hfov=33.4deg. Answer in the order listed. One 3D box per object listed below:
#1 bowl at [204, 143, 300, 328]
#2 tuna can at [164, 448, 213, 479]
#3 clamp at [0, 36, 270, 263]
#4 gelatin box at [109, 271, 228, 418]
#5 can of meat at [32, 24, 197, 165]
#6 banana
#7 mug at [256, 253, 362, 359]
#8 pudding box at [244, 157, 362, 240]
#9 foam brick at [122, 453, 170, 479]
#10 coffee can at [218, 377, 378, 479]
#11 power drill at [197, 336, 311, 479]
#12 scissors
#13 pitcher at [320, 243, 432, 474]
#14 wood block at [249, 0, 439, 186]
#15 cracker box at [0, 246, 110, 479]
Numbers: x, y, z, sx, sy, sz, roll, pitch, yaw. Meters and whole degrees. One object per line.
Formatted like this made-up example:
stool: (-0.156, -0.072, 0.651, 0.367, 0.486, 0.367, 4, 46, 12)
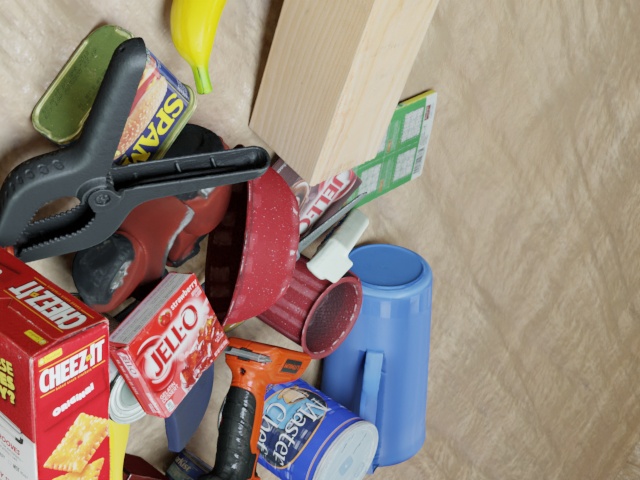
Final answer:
bowl: (-0.056, 0.001, 0.911, 0.055, 0.162, 0.162, 8, 114, -15)
tuna can: (-0.117, 0.252, 1.094, 0.033, 0.086, 0.086, -53, 148, -10)
clamp: (-0.148, -0.041, 0.760, 0.210, 0.036, 0.164, -36, 141, 20)
gelatin box: (-0.116, 0.079, 0.818, 0.089, 0.030, 0.073, -50, 130, -38)
can of meat: (-0.152, -0.097, 0.792, 0.102, 0.058, 0.083, -56, 146, -7)
banana: (-0.067, -0.210, 0.831, 0.197, 0.037, 0.069, -61, 147, -20)
mug: (-0.009, 0.057, 1.097, 0.117, 0.082, 0.093, -32, 139, -38)
pudding box: (-0.021, -0.042, 1.026, 0.113, 0.039, 0.090, -47, 148, 1)
foam brick: (-0.188, 0.234, 1.011, 0.053, 0.051, 0.078, -59, 149, -5)
coffee can: (-0.024, 0.205, 1.137, 0.102, 0.140, 0.103, -35, 140, -36)
power drill: (-0.062, 0.192, 1.016, 0.184, 0.057, 0.187, 30, 72, -67)
scissors: (-0.047, 0.016, 1.009, 0.202, 0.016, 0.096, -47, 148, 18)
pitcher: (0.064, 0.136, 1.216, 0.144, 0.149, 0.243, -19, 127, -31)
wood block: (0.020, -0.158, 0.902, 0.090, 0.091, 0.206, -27, 151, -37)
cracker box: (-0.224, 0.116, 0.755, 0.071, 0.164, 0.214, -29, 137, -44)
